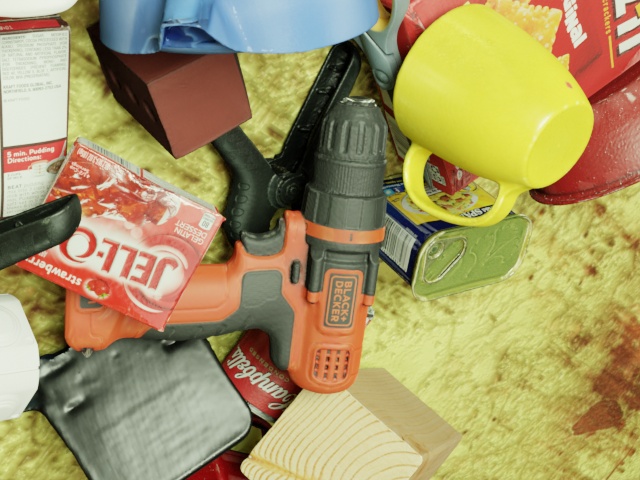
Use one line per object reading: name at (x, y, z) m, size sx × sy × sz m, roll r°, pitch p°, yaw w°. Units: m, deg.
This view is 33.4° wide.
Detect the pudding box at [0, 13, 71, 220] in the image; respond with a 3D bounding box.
pudding box at (-0.178, -0.063, 0.554) m, size 0.089 × 0.039 × 0.113 m, roll -11°, pitch 126°, yaw -31°

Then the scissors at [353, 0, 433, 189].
scissors at (0.025, -0.115, 0.644) m, size 0.016 × 0.096 × 0.202 m, roll -44°, pitch 149°, yaw -21°

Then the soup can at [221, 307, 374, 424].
soup can at (-0.017, 0.072, 0.759) m, size 0.068 × 0.069 × 0.102 m, roll 27°, pitch 103°, yaw -46°

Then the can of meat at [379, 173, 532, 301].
can of meat at (0.085, -0.009, 0.766) m, size 0.101 × 0.084 × 0.057 m, roll -13°, pitch 128°, yaw -31°

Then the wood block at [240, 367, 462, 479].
wood block at (0.031, 0.155, 0.783) m, size 0.090 × 0.091 × 0.206 m, roll -51°, pitch 165°, yaw 5°

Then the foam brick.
foam brick at (-0.081, -0.091, 0.579) m, size 0.051 × 0.078 × 0.053 m, roll -31°, pitch 136°, yaw -17°

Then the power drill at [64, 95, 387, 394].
power drill at (-0.054, 0.001, 0.629) m, size 0.187 × 0.057 × 0.184 m, roll 4°, pitch 104°, yaw -11°

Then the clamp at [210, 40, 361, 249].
clamp at (-0.019, -0.047, 0.691) m, size 0.120 × 0.039 × 0.171 m, roll -22°, pitch 130°, yaw -17°

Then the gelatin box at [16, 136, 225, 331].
gelatin box at (-0.107, -0.002, 0.572) m, size 0.089 × 0.030 × 0.073 m, roll 28°, pitch 96°, yaw -16°
